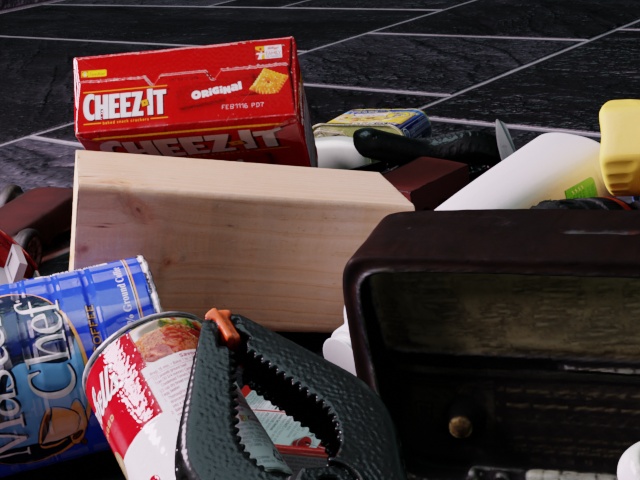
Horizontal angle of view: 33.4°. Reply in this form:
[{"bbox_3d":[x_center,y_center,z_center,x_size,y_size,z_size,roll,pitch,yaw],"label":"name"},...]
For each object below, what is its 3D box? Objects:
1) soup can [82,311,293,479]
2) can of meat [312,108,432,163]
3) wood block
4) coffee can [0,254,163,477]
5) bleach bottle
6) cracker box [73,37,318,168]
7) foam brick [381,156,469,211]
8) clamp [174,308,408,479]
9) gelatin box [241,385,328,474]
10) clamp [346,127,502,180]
[{"bbox_3d":[-0.060,0.092,0.492,0.068,0.068,0.102,-16,49,-25],"label":"soup can"},{"bbox_3d":[0.049,-0.094,1.032,0.102,0.057,0.083,3,20,24],"label":"can of meat"},{"bbox_3d":[-0.055,0.002,0.688,0.206,0.090,0.091,3,18,-14],"label":"wood block"},{"bbox_3d":[-0.155,0.071,0.577,0.140,0.103,0.103,-12,21,-15],"label":"coffee can"},{"bbox_3d":[0.096,0.021,0.670,0.068,0.102,0.250,16,37,40],"label":"bleach bottle"},{"bbox_3d":[-0.089,-0.077,0.857,0.164,0.072,0.213,-5,-17,3],"label":"cracker box"},{"bbox_3d":[0.078,-0.030,0.852,0.051,0.053,0.078,12,28,42],"label":"foam brick"},{"bbox_3d":[-0.004,0.112,0.408,0.164,0.036,0.210,-22,54,-31],"label":"clamp"},{"bbox_3d":[-0.009,0.102,0.554,0.089,0.030,0.073,1,20,20],"label":"gelatin box"},{"bbox_3d":[0.085,-0.066,0.943,0.171,0.039,0.120,0,-14,-24],"label":"clamp"}]
